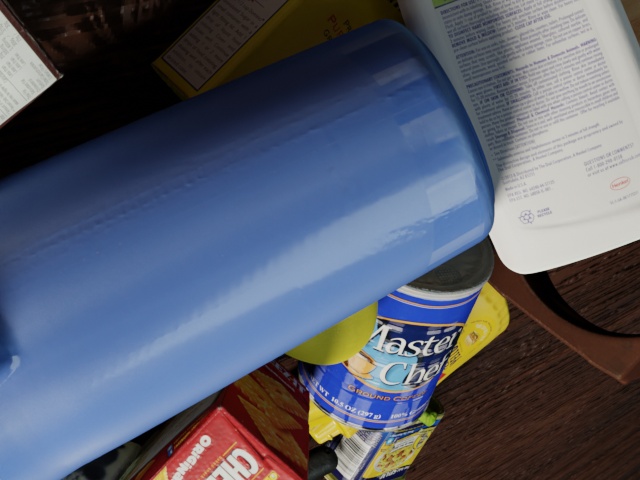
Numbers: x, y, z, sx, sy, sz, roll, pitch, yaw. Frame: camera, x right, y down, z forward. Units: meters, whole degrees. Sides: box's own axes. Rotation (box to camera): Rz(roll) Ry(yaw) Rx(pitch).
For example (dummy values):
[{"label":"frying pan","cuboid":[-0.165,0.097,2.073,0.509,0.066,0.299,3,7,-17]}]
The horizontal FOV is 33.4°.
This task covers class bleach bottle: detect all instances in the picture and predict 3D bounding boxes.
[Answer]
[{"label":"bleach bottle","cuboid":[0.087,-0.115,0.479,0.102,0.068,0.251,-20,107,7]}]

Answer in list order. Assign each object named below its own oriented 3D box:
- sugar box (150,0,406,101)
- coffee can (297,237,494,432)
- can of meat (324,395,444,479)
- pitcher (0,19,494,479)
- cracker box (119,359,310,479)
[{"label":"sugar box","cuboid":[0.007,-0.117,0.539,0.176,0.048,0.093,-44,150,0]},{"label":"coffee can","cuboid":[0.049,0.050,0.745,0.102,0.103,0.140,-20,142,-37]},{"label":"can of meat","cuboid":[0.055,0.175,0.958,0.101,0.057,0.084,0,126,-52]},{"label":"pitcher","cuboid":[-0.053,0.001,0.478,0.243,0.149,0.145,-26,136,-2]},{"label":"cracker box","cuboid":[-0.082,0.152,0.642,0.164,0.072,0.213,-47,-177,3]}]
